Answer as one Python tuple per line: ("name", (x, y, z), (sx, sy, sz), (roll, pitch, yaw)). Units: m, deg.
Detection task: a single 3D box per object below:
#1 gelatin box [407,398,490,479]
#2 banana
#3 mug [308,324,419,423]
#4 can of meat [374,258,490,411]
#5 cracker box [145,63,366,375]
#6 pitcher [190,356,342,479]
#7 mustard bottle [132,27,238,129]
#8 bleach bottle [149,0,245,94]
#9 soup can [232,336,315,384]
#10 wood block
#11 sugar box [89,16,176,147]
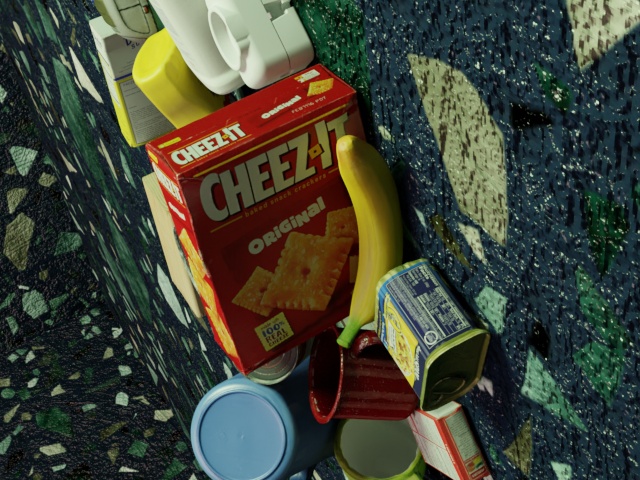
("gelatin box", (0.113, 0.177, 0.978), (0.073, 0.030, 0.089), (66, 165, -12))
("banana", (0.041, -0.005, 0.859), (0.037, 0.069, 0.198), (15, 126, 25))
("mug", (0.045, 0.115, 0.966), (0.117, 0.081, 0.093), (116, 153, -47))
("can of meat", (0.086, 0.075, 0.856), (0.084, 0.057, 0.102), (56, 162, 30))
("cracker box", (-0.032, -0.014, 0.891), (0.072, 0.164, 0.213), (43, 154, 47))
("pitcher", (-0.042, 0.194, 1.107), (0.149, 0.145, 0.242), (52, -167, 10))
("mustard bottle", (-0.109, -0.123, 1.086), (0.191, 0.058, 0.096), (50, -157, -32))
("bleach bottle", (-0.139, -0.245, 0.917), (0.103, 0.068, 0.250), (46, 173, 48))
("soup can", (-0.038, 0.091, 1.024), (0.068, 0.069, 0.102), (64, -161, -1))
("wood block", (-0.161, -0.005, 1.432), (0.090, 0.090, 0.206), (50, 159, 37))
("sugar box", (-0.209, -0.200, 1.275), (0.048, 0.093, 0.176), (50, 158, 38))
